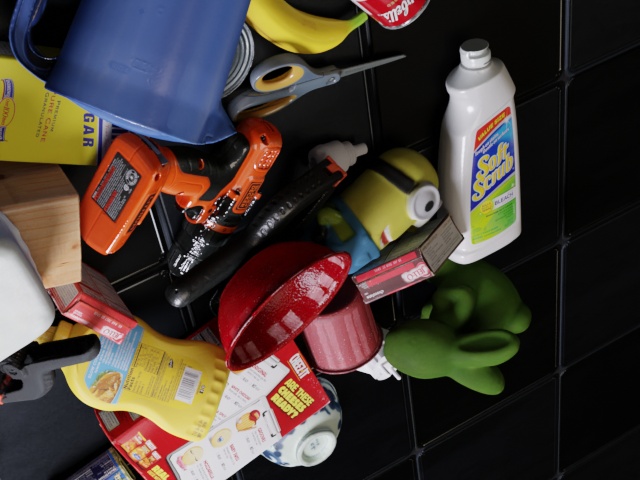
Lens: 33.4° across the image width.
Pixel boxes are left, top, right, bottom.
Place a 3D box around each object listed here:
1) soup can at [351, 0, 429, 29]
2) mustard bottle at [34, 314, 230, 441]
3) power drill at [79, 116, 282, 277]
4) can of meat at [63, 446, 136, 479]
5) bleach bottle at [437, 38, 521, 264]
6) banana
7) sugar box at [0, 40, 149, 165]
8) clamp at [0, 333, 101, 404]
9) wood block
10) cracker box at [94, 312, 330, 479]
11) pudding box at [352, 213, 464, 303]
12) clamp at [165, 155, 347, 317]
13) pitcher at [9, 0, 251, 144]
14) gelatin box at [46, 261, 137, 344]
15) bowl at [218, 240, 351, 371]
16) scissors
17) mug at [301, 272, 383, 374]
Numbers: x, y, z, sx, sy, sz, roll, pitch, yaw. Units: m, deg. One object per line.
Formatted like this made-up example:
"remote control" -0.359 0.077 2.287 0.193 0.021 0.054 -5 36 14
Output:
"soup can" 0.047 -0.246 0.967 0.102 0.069 0.068 28 103 -43
"mustard bottle" -0.189 0.122 1.041 0.191 0.058 0.096 21 77 -10
"power drill" -0.133 -0.033 0.972 0.187 0.057 0.185 -9 135 -58
"can of meat" -0.238 0.286 1.169 0.084 0.057 0.102 -34 135 -13
"bleach bottle" 0.168 -0.099 1.166 0.102 0.068 0.251 -26 131 -19
"banana" -0.040 -0.216 0.955 0.197 0.037 0.069 24 88 -44
"sugar box" -0.224 -0.112 0.892 0.175 0.048 0.093 1 120 -34
"clamp" -0.281 0.098 0.972 0.120 0.039 0.172 39 135 -11
"wood block" -0.311 -0.003 0.879 0.205 0.091 0.090 -13 127 -27
"cracker box" -0.116 0.177 1.164 0.213 0.072 0.164 -36 135 -8
"pudding box" 0.096 0.019 1.154 0.090 0.113 0.039 -24 101 31
"clamp" -0.057 0.001 1.060 0.210 0.036 0.164 -43 168 -5
"pitcher" -0.121 -0.204 0.820 0.149 0.145 0.243 16 96 -52
"gelatin box" -0.218 0.050 0.984 0.030 0.089 0.073 -48 135 4
"bowl" -0.046 0.052 1.036 0.162 0.055 0.162 -39 161 -16
"scissors" 0.004 -0.164 1.011 0.201 0.016 0.096 -25 163 -16
"mug" 0.022 0.079 1.184 0.117 0.093 0.081 -51 139 -35
